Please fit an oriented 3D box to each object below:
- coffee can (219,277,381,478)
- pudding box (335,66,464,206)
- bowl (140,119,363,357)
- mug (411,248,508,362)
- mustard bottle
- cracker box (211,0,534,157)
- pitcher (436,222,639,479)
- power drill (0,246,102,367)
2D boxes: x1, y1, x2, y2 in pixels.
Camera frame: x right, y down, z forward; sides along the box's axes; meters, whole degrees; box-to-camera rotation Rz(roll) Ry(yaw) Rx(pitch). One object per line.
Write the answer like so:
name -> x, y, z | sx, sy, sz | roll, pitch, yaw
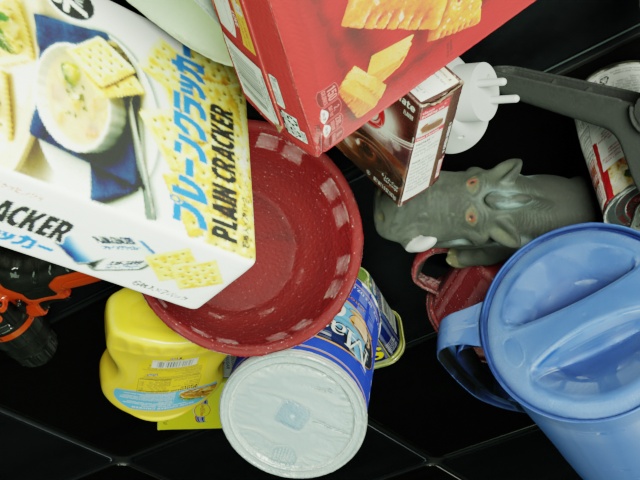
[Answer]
coffee can -> -0.011, 0.092, 0.789 | 0.103, 0.140, 0.103 | 3, 115, 7
pudding box -> 0.029, -0.089, 0.635 | 0.039, 0.114, 0.090 | -34, 154, -25
bowl -> -0.055, 0.001, 0.735 | 0.162, 0.162, 0.055 | 4, 169, -13
mug -> 0.130, 0.032, 0.844 | 0.117, 0.093, 0.082 | 22, 136, -1
mustard bottle -> -0.121, 0.095, 0.826 | 0.096, 0.058, 0.192 | -3, 151, -16
cracker box -> 0.047, -0.159, 0.486 | 0.213, 0.072, 0.164 | -36, 147, -13
pitcher -> 0.194, 0.100, 0.749 | 0.145, 0.149, 0.242 | -43, 144, -3
power drill -> -0.189, 0.038, 0.830 | 0.188, 0.057, 0.184 | -11, 148, 6
